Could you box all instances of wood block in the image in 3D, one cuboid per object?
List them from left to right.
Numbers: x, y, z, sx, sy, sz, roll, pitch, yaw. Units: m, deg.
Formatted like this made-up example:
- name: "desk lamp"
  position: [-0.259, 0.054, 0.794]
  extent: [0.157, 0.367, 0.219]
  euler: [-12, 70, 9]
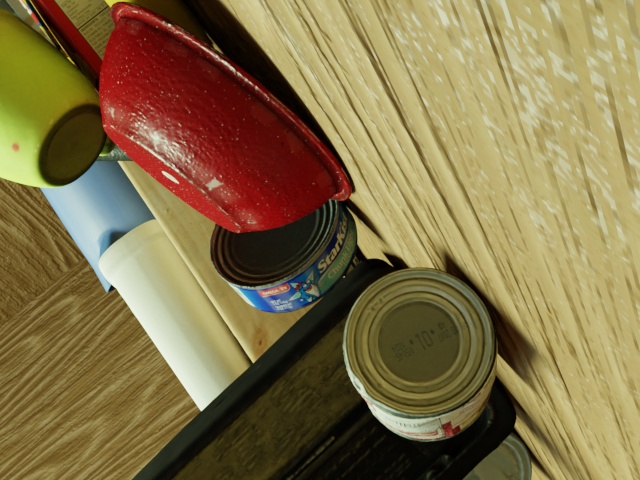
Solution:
- name: "wood block"
  position: [-0.055, 0.001, 0.819]
  extent: [0.206, 0.090, 0.091]
  euler: [56, -179, 0]

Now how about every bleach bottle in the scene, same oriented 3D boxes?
- name: "bleach bottle"
  position: [-0.076, 0.105, 0.829]
  extent: [0.251, 0.068, 0.102]
  euler: [55, -178, 23]

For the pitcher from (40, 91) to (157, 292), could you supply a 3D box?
- name: "pitcher"
  position: [-0.199, -0.087, 0.962]
  extent: [0.243, 0.145, 0.149]
  euler: [55, 165, 0]

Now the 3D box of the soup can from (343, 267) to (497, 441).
- name: "soup can"
  position: [0.048, 0.056, 0.502]
  extent: [0.068, 0.068, 0.102]
  euler: [49, 176, 17]

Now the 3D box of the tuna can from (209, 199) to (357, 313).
- name: "tuna can"
  position: [-0.021, 0.000, 0.641]
  extent: [0.086, 0.086, 0.033]
  euler: [47, 177, 45]

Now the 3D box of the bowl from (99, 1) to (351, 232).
- name: "bowl"
  position: [-0.063, -0.053, 0.570]
  extent: [0.162, 0.055, 0.162]
  euler: [36, 171, 6]
